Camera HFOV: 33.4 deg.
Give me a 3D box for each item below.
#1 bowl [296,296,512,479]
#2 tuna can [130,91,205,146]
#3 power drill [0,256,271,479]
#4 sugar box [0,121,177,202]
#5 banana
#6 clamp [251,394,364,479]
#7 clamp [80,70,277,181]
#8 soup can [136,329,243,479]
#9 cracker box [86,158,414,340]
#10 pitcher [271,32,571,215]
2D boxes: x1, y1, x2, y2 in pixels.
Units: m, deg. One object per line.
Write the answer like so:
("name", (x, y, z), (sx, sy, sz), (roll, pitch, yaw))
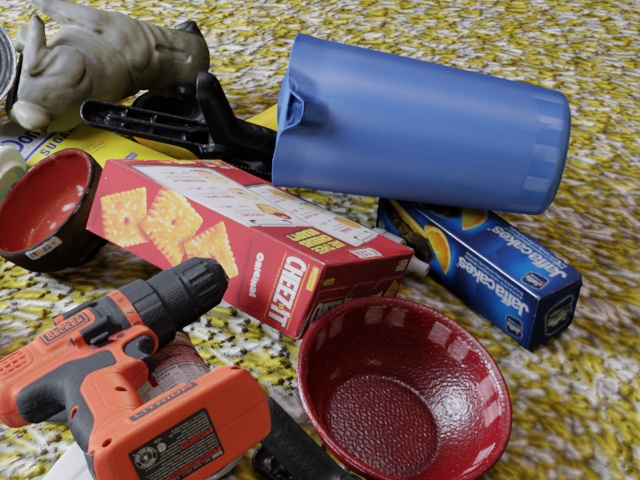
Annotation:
("bowl", (0.054, 0.119, 0.770), (0.162, 0.055, 0.162), (10, 46, -11))
("tuna can", (-0.153, -0.123, 1.097), (0.086, 0.034, 0.086), (3, 37, -3))
("power drill", (-0.108, 0.084, 0.677), (0.184, 0.057, 0.188), (-32, 29, -20))
("sugar box", (-0.228, -0.069, 1.008), (0.176, 0.048, 0.093), (24, 40, 21))
("banana", (-0.093, -0.110, 1.064), (0.197, 0.069, 0.037), (-20, 18, -25))
("clamp", (0.013, 0.172, 0.699), (0.171, 0.120, 0.039), (41, 76, 11))
("clamp", (-0.090, -0.097, 0.970), (0.209, 0.036, 0.165), (21, -19, -40))
("soup can", (-0.102, 0.117, 0.760), (0.068, 0.068, 0.102), (-16, 42, -26))
("cracker box", (-0.056, 0.001, 0.874), (0.214, 0.072, 0.164), (26, 15, 25))
("pitcher", (0.083, -0.095, 0.924), (0.243, 0.145, 0.149), (10, 50, 2))
